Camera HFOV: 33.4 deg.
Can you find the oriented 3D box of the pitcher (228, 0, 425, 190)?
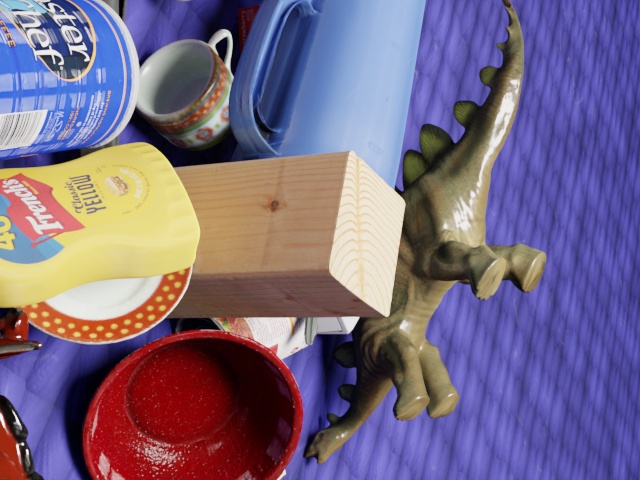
[{"bbox_3d":[0.010,-0.139,0.851,0.149,0.145,0.242,122,-17,-69],"label":"pitcher"}]

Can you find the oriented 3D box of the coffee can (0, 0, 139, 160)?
[{"bbox_3d":[-0.194,-0.100,0.651,0.140,0.103,0.103,-20,104,-58],"label":"coffee can"}]

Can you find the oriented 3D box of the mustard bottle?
[{"bbox_3d":[-0.179,-0.006,0.661,0.191,0.096,0.058,-14,144,-28],"label":"mustard bottle"}]

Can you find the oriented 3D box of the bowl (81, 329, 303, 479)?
[{"bbox_3d":[-0.097,0.127,0.789,0.055,0.162,0.162,-126,-167,-62],"label":"bowl"}]

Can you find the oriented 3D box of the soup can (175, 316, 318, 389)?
[{"bbox_3d":[-0.059,0.074,0.874,0.102,0.069,0.068,-22,107,-45],"label":"soup can"}]

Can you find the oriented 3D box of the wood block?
[{"bbox_3d":[-0.055,0.001,0.771,0.090,0.206,0.091,38,56,-52],"label":"wood block"}]
